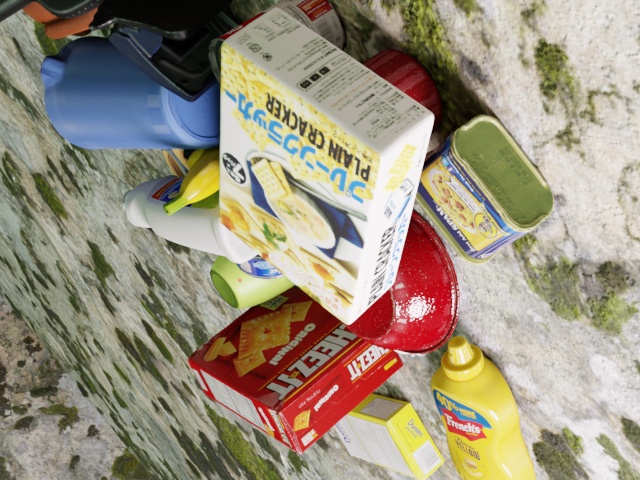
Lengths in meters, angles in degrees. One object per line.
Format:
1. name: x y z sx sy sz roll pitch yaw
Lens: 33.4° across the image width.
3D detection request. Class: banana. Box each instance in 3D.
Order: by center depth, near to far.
1. banana: -0.124 -0.077 1.135 0.197 0.069 0.037 -83 -27 -74

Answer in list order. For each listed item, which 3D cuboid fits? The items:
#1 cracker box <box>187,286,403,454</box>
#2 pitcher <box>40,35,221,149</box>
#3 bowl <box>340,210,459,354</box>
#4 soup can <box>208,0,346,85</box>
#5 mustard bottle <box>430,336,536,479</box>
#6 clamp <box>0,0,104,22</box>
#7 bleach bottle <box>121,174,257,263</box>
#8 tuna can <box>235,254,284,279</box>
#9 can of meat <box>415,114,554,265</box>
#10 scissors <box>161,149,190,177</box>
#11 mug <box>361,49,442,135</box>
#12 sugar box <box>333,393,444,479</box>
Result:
1. cracker box: -0.035 0.141 1.255 0.214 0.164 0.072 18 140 53
2. pitcher: -0.185 -0.158 1.183 0.243 0.149 0.145 11 123 48
3. bowl: 0.056 0.044 1.033 0.162 0.055 0.162 24 124 40
4. soup can: -0.036 -0.166 0.920 0.069 0.102 0.068 42 154 26
5. mustard bottle: 0.157 0.172 1.073 0.096 0.058 0.191 26 143 47
6. clamp: -0.282 -0.289 1.083 0.210 0.036 0.164 8 100 27
7. bleach bottle: -0.150 -0.033 1.207 0.251 0.102 0.068 7 127 46
8. tuna can: -0.058 0.001 1.206 0.086 0.086 0.034 36 149 35
9. can of meat: 0.127 -0.040 0.848 0.102 0.057 0.084 52 154 2
10. scissors: -0.207 -0.148 1.366 0.201 0.016 0.096 58 154 -10
11. mug: 0.040 -0.104 0.889 0.093 0.081 0.117 59 155 -12
12. sugar box: 0.073 0.237 1.332 0.093 0.048 0.176 60 159 -15
